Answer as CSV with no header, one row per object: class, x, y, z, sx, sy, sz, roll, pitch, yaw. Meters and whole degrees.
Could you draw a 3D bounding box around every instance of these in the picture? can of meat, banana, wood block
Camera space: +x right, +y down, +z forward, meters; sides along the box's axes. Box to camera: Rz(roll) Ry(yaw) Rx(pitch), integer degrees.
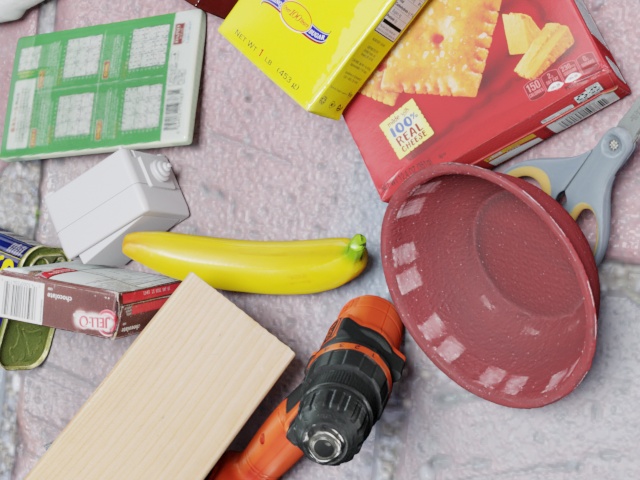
can of meat,-0.257,0.042,0.853,0.084,0.057,0.102,18,95,28
banana,-0.044,0.011,0.749,0.198,0.069,0.037,-2,55,28
wood block,-0.118,0.133,0.704,0.091,0.090,0.206,38,73,-3

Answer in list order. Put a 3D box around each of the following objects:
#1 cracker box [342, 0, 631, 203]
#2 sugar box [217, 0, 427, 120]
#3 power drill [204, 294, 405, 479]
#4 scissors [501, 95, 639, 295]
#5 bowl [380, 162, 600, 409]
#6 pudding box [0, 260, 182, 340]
cracker box,0.076,-0.151,0.696,0.164,0.072,0.214,-29,75,21
sugar box,0.024,-0.171,0.658,0.093,0.048,0.176,43,107,23
power drill,-0.019,0.132,0.678,0.057,0.184,0.188,40,112,-1
scissors,0.161,-0.061,0.647,0.096,0.016,0.202,36,123,33
bowl,0.113,0.020,0.656,0.162,0.055,0.162,29,133,36
pudding box,-0.169,0.042,0.791,0.114,0.089,0.039,10,98,26
